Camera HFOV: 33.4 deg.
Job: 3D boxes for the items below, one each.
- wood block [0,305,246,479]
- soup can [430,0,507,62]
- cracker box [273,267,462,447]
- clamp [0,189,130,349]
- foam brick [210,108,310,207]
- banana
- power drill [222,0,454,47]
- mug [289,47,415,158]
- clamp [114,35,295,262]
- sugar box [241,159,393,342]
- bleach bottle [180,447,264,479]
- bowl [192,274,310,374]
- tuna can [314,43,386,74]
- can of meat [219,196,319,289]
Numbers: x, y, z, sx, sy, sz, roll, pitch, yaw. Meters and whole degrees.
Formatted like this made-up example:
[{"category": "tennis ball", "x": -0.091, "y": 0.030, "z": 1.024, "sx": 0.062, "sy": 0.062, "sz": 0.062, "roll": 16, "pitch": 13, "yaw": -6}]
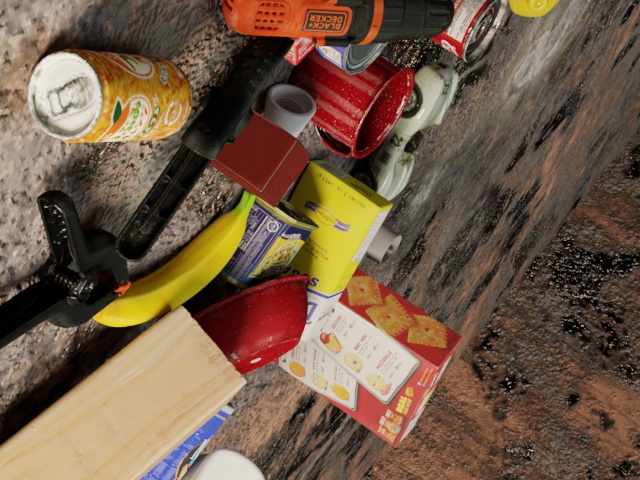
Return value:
[{"category": "wood block", "x": -0.173, "y": 0.158, "z": 0.885, "sx": 0.205, "sy": 0.090, "sz": 0.091, "roll": -39, "pitch": 175, "yaw": -26}, {"category": "soup can", "x": 0.112, "y": -0.221, "z": 0.991, "sx": 0.068, "sy": 0.102, "sz": 0.068, "roll": -49, "pitch": 162, "yaw": -21}, {"category": "cracker box", "x": 0.042, "y": 0.121, "z": 1.265, "sx": 0.072, "sy": 0.214, "sz": 0.164, "roll": -42, "pitch": 159, "yaw": -42}, {"category": "clamp", "x": -0.188, "y": 0.034, "z": 0.762, "sx": 0.120, "sy": 0.039, "sz": 0.171, "roll": -53, "pitch": 164, "yaw": -4}, {"category": "foam brick", "x": -0.056, "y": -0.072, "z": 0.855, "sx": 0.053, "sy": 0.078, "sz": 0.051, "roll": -54, "pitch": 162, "yaw": -4}, {"category": "banana", "x": -0.127, "y": 0.026, "z": 0.928, "sx": 0.197, "sy": 0.037, "sz": 0.070, "roll": -43, "pitch": 146, "yaw": -38}, {"category": "power drill", "x": 0.035, "y": -0.221, "z": 0.737, "sx": 0.184, "sy": 0.057, "sz": 0.188, "roll": -4, "pitch": 131, "yaw": -28}, {"category": "mug", "x": 0.023, "y": -0.126, "z": 0.963, "sx": 0.093, "sy": 0.081, "sz": 0.117, "roll": -43, "pitch": 160, "yaw": -36}, {"category": "clamp", "x": -0.069, "y": -0.091, "z": 0.762, "sx": 0.209, "sy": 0.036, "sz": 0.165, "roll": -60, "pitch": -170, "yaw": -30}, {"category": "sugar box", "x": -0.007, "y": 0.012, "z": 1.127, "sx": 0.176, "sy": 0.093, "sz": 0.048, "roll": -61, "pitch": 162, "yaw": 18}, {"category": "bleach bottle", "x": -0.154, "y": 0.266, "z": 1.103, "sx": 0.251, "sy": 0.068, "sz": 0.102, "roll": -18, "pitch": -144, "yaw": 59}, {"category": "bowl", "x": -0.072, "y": 0.094, "z": 1.055, "sx": 0.162, "sy": 0.055, "sz": 0.162, "roll": -24, "pitch": 166, "yaw": -7}, {"category": "tuna can", "x": 0.033, "y": -0.179, "z": 0.862, "sx": 0.086, "sy": 0.034, "sz": 0.086, "roll": -50, "pitch": 164, "yaw": -20}, {"category": "can of meat", "x": -0.057, "y": 0.001, "z": 1.035, "sx": 0.084, "sy": 0.057, "sz": 0.102, "roll": -55, "pitch": 163, "yaw": 7}]
